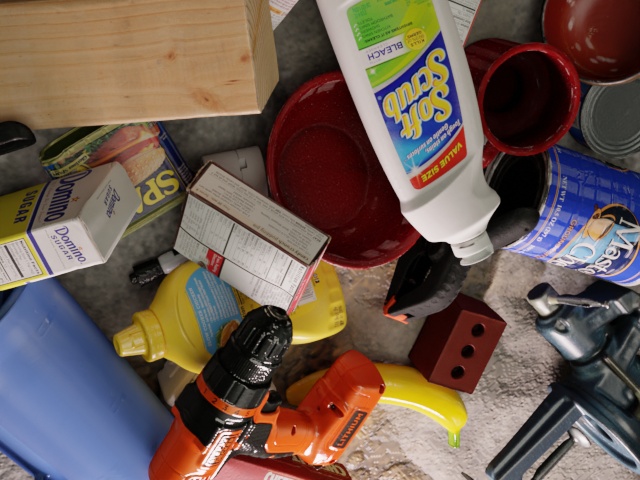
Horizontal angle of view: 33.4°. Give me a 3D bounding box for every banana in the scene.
[{"bbox_3d":[0.066,0.147,0.997,0.197,0.037,0.070,20,101,-23],"label":"banana"}]

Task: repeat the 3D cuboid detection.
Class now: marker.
[{"bbox_3d":[-0.105,0.008,0.903,0.121,0.020,0.020,-25,115,-7],"label":"marker"}]

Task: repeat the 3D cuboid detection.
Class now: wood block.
[{"bbox_3d":[-0.142,-0.138,0.759,0.206,0.090,0.090,-3,112,8],"label":"wood block"}]

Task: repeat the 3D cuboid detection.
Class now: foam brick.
[{"bbox_3d":[0.126,0.092,0.987,0.053,0.051,0.078,18,103,-23],"label":"foam brick"}]

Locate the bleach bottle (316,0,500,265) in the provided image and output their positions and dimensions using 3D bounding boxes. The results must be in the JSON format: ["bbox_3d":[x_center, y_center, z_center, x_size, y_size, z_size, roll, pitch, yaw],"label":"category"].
[{"bbox_3d":[0.085,-0.102,0.841,0.102,0.068,0.251,-23,101,3],"label":"bleach bottle"}]

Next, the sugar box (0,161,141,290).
[{"bbox_3d":[-0.228,-0.002,0.785,0.176,0.093,0.048,-17,116,18],"label":"sugar box"}]

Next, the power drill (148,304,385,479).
[{"bbox_3d":[-0.032,0.128,0.863,0.187,0.057,0.185,7,124,-48],"label":"power drill"}]

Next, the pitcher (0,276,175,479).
[{"bbox_3d":[-0.212,0.138,0.855,0.149,0.145,0.242,-38,119,-2],"label":"pitcher"}]

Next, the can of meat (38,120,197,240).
[{"bbox_3d":[-0.159,-0.056,0.843,0.102,0.057,0.084,-31,113,-4],"label":"can of meat"}]

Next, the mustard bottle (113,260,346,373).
[{"bbox_3d":[-0.078,0.058,0.877,0.191,0.058,0.096,-17,85,-27],"label":"mustard bottle"}]

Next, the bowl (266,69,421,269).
[{"bbox_3d":[0.017,-0.056,0.879,0.161,0.055,0.162,2,86,-29],"label":"bowl"}]

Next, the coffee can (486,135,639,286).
[{"bbox_3d":[0.229,-0.025,0.947,0.140,0.103,0.103,16,104,-21],"label":"coffee can"}]

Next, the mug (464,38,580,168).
[{"bbox_3d":[0.153,-0.115,0.901,0.093,0.081,0.117,22,100,-23],"label":"mug"}]

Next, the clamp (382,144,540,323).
[{"bbox_3d":[0.113,-0.003,0.936,0.039,0.120,0.172,30,119,-28],"label":"clamp"}]

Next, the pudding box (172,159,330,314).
[{"bbox_3d":[-0.055,0.001,0.825,0.113,0.090,0.039,31,56,3],"label":"pudding box"}]
